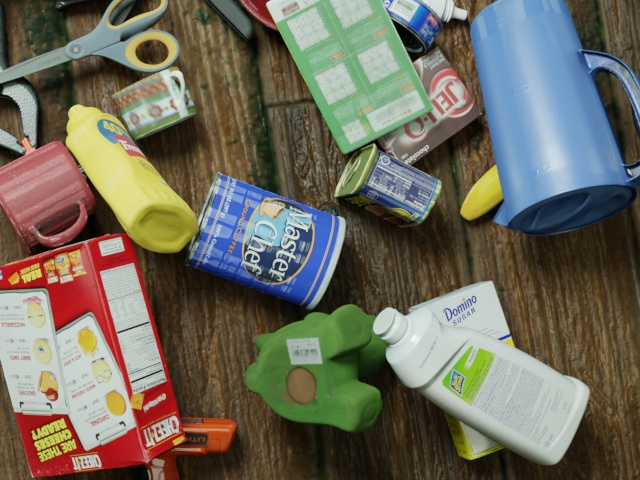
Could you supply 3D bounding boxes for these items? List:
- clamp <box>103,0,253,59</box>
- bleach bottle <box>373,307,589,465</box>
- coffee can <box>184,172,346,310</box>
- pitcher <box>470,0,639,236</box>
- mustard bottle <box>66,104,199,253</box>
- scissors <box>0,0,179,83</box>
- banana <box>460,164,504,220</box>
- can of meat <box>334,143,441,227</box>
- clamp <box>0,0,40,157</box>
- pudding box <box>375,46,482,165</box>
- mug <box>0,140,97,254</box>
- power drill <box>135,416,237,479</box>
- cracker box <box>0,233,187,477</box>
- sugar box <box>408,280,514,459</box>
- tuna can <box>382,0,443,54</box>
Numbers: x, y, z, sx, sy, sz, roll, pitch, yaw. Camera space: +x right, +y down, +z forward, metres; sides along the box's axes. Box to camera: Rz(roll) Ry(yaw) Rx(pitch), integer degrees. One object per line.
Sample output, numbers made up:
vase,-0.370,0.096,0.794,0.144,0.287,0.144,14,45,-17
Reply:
clamp,-0.172,-0.293,1.124,0.164,0.036,0.210,-14,87,-4
bleach bottle,0.157,0.132,1.075,0.250,0.068,0.102,34,74,-26
coffee can,-0.057,0.001,1.102,0.140,0.103,0.103,20,85,-9
pitcher,0.244,-0.138,1.118,0.149,0.145,0.243,-7,71,-13
mustard bottle,-0.199,-0.072,1.052,0.058,0.096,0.192,-46,58,8
scissors,-0.230,-0.181,1.086,0.201,0.016,0.096,-37,96,-7
banana,0.246,-0.073,1.192,0.197,0.037,0.069,-11,88,-10
can of meat,0.071,-0.055,1.129,0.084,0.102,0.057,26,83,-11
clamp,-0.335,-0.165,1.091,0.120,0.039,0.171,-42,99,-4
pudding box,0.106,-0.143,1.168,0.113,0.039,0.090,-36,96,-9
mug,-0.268,-0.039,1.044,0.081,0.093,0.117,-30,49,-14
power drill,-0.130,0.279,1.103,0.184,0.057,0.187,5,87,-10
cracker box,-0.233,0.113,1.041,0.164,0.072,0.214,-14,92,34
sugar box,0.169,0.141,1.167,0.093,0.048,0.176,-19,89,-14
tuna can,0.086,-0.237,1.144,0.086,0.086,0.034,32,85,-8
